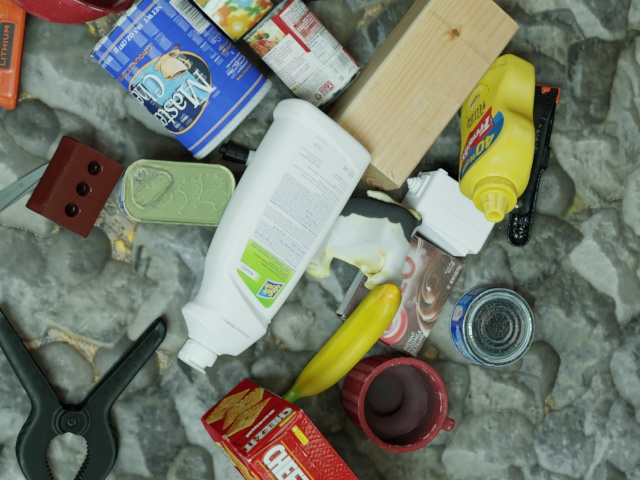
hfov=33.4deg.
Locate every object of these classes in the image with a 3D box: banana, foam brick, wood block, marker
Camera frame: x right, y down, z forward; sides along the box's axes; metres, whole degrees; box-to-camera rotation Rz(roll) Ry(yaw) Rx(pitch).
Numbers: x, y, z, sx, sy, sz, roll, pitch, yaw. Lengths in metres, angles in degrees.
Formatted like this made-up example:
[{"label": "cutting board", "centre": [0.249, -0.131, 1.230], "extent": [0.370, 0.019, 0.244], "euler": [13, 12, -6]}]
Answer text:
[{"label": "banana", "centre": [0.030, 0.099, 1.037], "extent": [0.037, 0.069, 0.198], "euler": [40, 124, 3]}, {"label": "foam brick", "centre": [-0.229, -0.050, 0.995], "extent": [0.053, 0.051, 0.078], "euler": [30, 83, -31]}, {"label": "wood block", "centre": [0.093, -0.157, 1.071], "extent": [0.090, 0.090, 0.206], "euler": [39, 81, -12]}, {"label": "marker", "centre": [-0.044, -0.073, 1.070], "extent": [0.121, 0.020, 0.020], "euler": [17, 86, -15]}]

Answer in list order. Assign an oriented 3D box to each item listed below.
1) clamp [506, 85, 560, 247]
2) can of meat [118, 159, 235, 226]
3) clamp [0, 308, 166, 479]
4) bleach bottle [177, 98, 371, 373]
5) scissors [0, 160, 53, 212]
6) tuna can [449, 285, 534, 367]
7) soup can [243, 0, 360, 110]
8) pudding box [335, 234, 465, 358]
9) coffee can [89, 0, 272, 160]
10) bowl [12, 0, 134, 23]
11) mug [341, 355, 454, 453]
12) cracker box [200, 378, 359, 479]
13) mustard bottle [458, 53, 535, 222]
[{"label": "clamp", "centre": [0.217, -0.084, 1.100], "extent": [0.039, 0.120, 0.171], "euler": [9, 83, 8]}, {"label": "can of meat", "centre": [-0.139, -0.044, 1.010], "extent": [0.102, 0.084, 0.057], "euler": [3, 90, -16]}, {"label": "clamp", "centre": [-0.226, 0.163, 1.011], "extent": [0.164, 0.036, 0.210], "euler": [-2, 93, -15]}, {"label": "bleach bottle", "centre": [-0.056, 0.001, 0.965], "extent": [0.102, 0.068, 0.250], "euler": [37, 77, -24]}, {"label": "scissors", "centre": [-0.316, -0.002, 0.995], "extent": [0.201, 0.016, 0.096], "euler": [-21, 94, -14]}, {"label": "tuna can", "centre": [0.182, 0.090, 1.126], "extent": [0.086, 0.034, 0.086], "euler": [0, 91, -16]}, {"label": "soup can", "centre": [-0.017, -0.184, 1.051], "extent": [0.068, 0.069, 0.102], "euler": [-46, 102, -11]}, {"label": "pudding box", "centre": [0.081, 0.051, 1.095], "extent": [0.090, 0.039, 0.113], "euler": [30, 82, -13]}, {"label": "coffee can", "centre": [-0.130, -0.160, 1.002], "extent": [0.140, 0.103, 0.102], "euler": [44, 79, -12]}, {"label": "bowl", "centre": [-0.248, -0.249, 0.964], "extent": [0.162, 0.162, 0.055], "euler": [42, 116, -12]}, {"label": "mug", "centre": [0.080, 0.164, 1.074], "extent": [0.117, 0.082, 0.093], "euler": [22, 85, -15]}, {"label": "cracker box", "centre": [-0.020, 0.219, 0.978], "extent": [0.072, 0.214, 0.164], "euler": [-41, 101, -12]}, {"label": "mustard bottle", "centre": [0.171, -0.091, 1.043], "extent": [0.058, 0.096, 0.191], "euler": [24, 45, -16]}]
